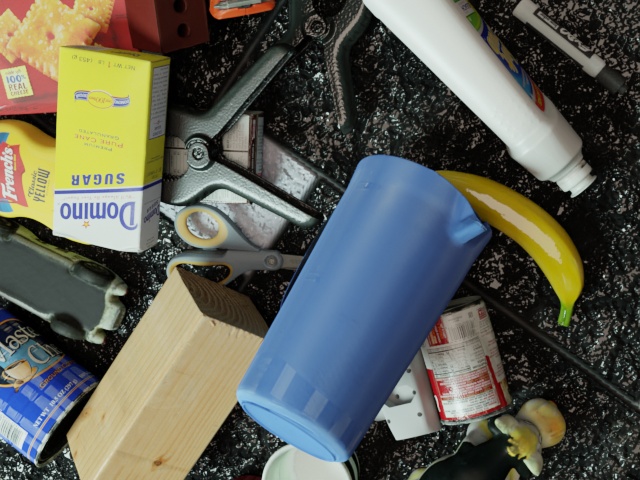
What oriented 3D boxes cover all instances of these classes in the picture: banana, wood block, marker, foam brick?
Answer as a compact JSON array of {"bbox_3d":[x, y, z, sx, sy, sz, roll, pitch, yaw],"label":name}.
[{"bbox_3d":[0.169,-0.009,0.959,0.198,0.037,0.070,42,102,6],"label":"banana"},{"bbox_3d":[-0.143,0.142,1.007,0.090,0.090,0.206,26,105,-34],"label":"wood block"},{"bbox_3d":[0.221,-0.170,0.939,0.121,0.020,0.020,41,103,6],"label":"marker"},{"bbox_3d":[-0.137,-0.209,0.941,0.051,0.052,0.078,19,124,45],"label":"foam brick"}]

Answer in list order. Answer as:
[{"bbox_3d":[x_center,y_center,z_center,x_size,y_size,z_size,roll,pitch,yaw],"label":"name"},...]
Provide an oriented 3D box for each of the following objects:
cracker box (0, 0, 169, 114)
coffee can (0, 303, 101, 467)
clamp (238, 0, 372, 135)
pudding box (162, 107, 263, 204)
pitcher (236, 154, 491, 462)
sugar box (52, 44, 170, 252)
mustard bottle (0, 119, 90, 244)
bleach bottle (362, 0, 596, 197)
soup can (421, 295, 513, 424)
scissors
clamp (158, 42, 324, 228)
[{"bbox_3d":[-0.241,-0.227,0.989,0.164,0.072,0.214,0,113,12],"label":"cracker box"},{"bbox_3d":[-0.300,0.141,1.055,0.140,0.102,0.103,35,102,8],"label":"coffee can"},{"bbox_3d":[0.008,-0.184,0.979,0.120,0.039,0.171,30,102,8],"label":"clamp"},{"bbox_3d":[-0.113,-0.081,1.020,0.114,0.039,0.090,5,98,15],"label":"pudding box"},{"bbox_3d":[0.028,0.058,0.907,0.145,0.149,0.242,29,71,10],"label":"pitcher"},{"bbox_3d":[-0.190,-0.083,0.961,0.093,0.048,0.176,11,106,17],"label":"sugar box"},{"bbox_3d":[-0.294,-0.068,1.055,0.192,0.058,0.096,17,107,12],"label":"mustard bottle"},{"bbox_3d":[0.146,-0.141,0.930,0.068,0.102,0.251,-42,92,22],"label":"bleach bottle"},{"bbox_3d":[0.128,0.108,0.966,0.068,0.068,0.102,-16,91,15],"label":"soup can"},{"bbox_3d":[-0.057,0.001,1.023,0.202,0.016,0.096,-10,101,14],"label":"scissors"},{"bbox_3d":[-0.098,-0.073,0.976,0.210,0.036,0.164,-14,94,20],"label":"clamp"}]
